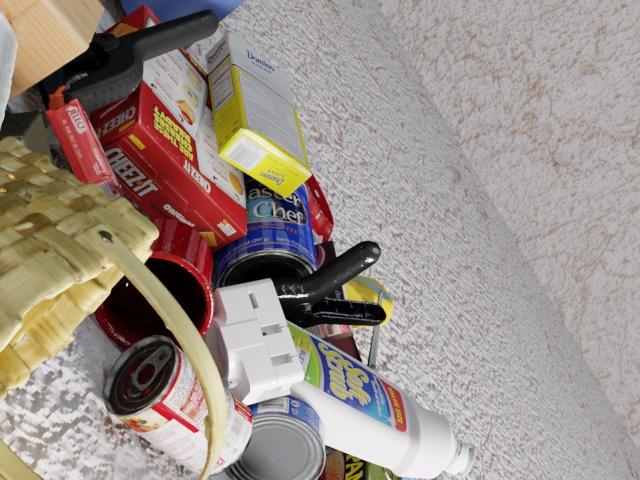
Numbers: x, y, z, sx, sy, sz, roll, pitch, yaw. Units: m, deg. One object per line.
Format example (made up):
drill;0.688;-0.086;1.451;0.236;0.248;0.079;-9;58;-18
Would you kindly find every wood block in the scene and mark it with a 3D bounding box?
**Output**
wood block;-0.276;-0.225;0.839;0.206;0.091;0.090;52;20;-28

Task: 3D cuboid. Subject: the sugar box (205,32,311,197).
sugar box;-0.067;-0.131;1.093;0.093;0.048;0.176;33;26;-33

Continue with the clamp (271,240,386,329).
clamp;-0.015;0.053;1.007;0.120;0.171;0.039;91;-17;-44

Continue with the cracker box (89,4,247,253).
cracker box;-0.149;-0.108;1.051;0.164;0.072;0.213;47;22;-36

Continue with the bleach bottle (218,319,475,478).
bleach bottle;0.023;0.143;0.956;0.250;0.068;0.102;26;30;-9

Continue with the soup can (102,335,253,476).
soup can;-0.105;0.126;0.806;0.102;0.069;0.068;47;22;-39

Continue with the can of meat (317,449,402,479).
can of meat;0.026;0.233;0.983;0.057;0.084;0.102;53;19;-22

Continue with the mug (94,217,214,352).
mug;-0.125;0.043;0.860;0.081;0.093;0.117;-93;165;-65

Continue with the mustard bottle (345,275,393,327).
mustard bottle;0.037;0.071;1.286;0.096;0.058;0.191;23;5;20

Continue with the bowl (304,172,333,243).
bowl;-0.028;-0.047;1.289;0.162;0.055;0.162;61;9;-18

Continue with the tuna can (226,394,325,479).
tuna can;-0.038;0.171;0.895;0.086;0.086;0.033;54;17;-22

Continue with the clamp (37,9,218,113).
clamp;-0.186;-0.168;0.961;0.210;0.164;0.036;-81;173;-53

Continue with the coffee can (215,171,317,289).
coffee can;-0.057;0.001;1.084;0.102;0.103;0.140;48;22;-37

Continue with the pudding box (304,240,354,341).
pudding box;-0.018;0.059;1.119;0.039;0.090;0.113;68;8;-48

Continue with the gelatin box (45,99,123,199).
gelatin box;-0.191;-0.067;0.880;0.073;0.030;0.089;64;-8;11
